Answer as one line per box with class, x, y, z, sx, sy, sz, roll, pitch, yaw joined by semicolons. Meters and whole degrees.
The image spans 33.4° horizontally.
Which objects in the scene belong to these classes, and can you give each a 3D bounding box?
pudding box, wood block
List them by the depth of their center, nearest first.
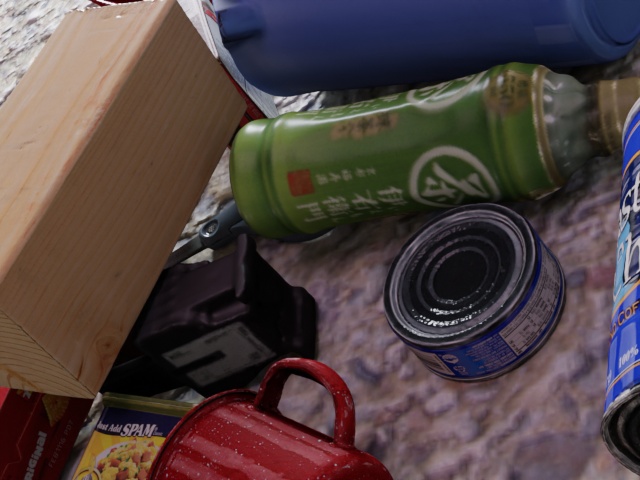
wood block;-0.133;-0.028;0.586;0.090;0.090;0.206;1;52;33
pudding box;-0.067;-0.110;0.722;0.039;0.090;0.113;-31;39;11

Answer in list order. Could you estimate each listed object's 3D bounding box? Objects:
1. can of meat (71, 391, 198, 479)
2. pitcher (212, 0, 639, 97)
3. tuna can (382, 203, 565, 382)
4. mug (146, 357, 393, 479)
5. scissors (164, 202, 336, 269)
can of meat;-0.085;0.131;0.551;0.102;0.057;0.084;-1;58;41
pitcher;0.069;-0.158;0.632;0.243;0.144;0.149;5;71;39
tuna can;0.074;0.024;0.525;0.086;0.033;0.086;-23;43;24
mug;-0.015;0.111;0.477;0.082;0.093;0.117;15;87;42
scissors;-0.054;0.001;0.671;0.202;0.016;0.096;-41;39;4
